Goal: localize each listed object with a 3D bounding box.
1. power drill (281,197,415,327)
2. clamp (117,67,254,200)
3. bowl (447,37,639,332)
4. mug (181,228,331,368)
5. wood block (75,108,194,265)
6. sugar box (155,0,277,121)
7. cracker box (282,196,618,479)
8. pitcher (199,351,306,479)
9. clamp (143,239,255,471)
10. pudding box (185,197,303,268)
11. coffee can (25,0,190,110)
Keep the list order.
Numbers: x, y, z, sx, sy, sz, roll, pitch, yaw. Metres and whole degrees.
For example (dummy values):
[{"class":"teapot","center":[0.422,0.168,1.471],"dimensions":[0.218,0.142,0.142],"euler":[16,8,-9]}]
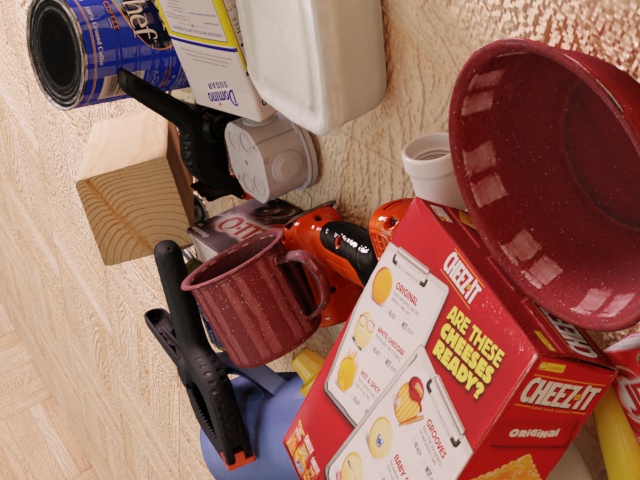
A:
[{"class":"power drill","center":[0.049,0.048,0.829],"dimensions":[0.188,0.057,0.184],"euler":[14,126,59]},{"class":"clamp","center":[-0.103,-0.104,0.923],"dimensions":[0.039,0.120,0.171],"euler":[-132,25,-57]},{"class":"bowl","center":[0.137,-0.036,0.555],"dimensions":[0.162,0.055,0.162],"euler":[47,151,36]},{"class":"mug","center":[-0.042,0.045,0.846],"dimensions":[0.117,0.093,0.081],"euler":[-21,104,31]},{"class":"wood block","center":[-0.182,-0.062,1.074],"dimensions":[0.206,0.090,0.091],"euler":[-108,3,-68]},{"class":"sugar box","center":[-0.085,-0.181,0.814],"dimensions":[0.093,0.048,0.176],"euler":[22,144,46]},{"class":"cracker box","center":[0.069,0.108,0.669],"dimensions":[0.214,0.072,0.164],"euler":[-63,33,24]},{"class":"pitcher","center":[-0.025,0.177,1.017],"dimensions":[0.243,0.149,0.145],"euler":[156,117,-64]},{"class":"clamp","center":[-0.118,0.119,1.007],"dimensions":[0.210,0.036,0.165],"euler":[65,159,14]},{"class":"pudding box","center":[-0.056,0.001,0.960],"dimensions":[0.114,0.090,0.039],"euler":[27,137,56]},{"class":"coffee can","center":[-0.172,-0.176,0.940],"dimensions":[0.103,0.140,0.103],"euler":[24,122,45]}]
